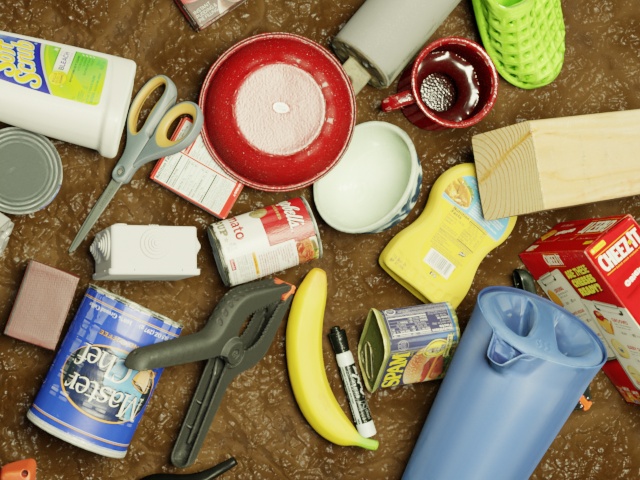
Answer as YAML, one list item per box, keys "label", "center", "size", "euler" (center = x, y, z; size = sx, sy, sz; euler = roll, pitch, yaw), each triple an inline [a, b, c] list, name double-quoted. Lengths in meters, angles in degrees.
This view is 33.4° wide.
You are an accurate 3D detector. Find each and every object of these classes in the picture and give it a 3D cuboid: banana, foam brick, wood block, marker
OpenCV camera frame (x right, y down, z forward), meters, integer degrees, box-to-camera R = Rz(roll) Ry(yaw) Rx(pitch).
- label: "banana"
  center: [0.000, 0.130, 1.108]
  size: [0.069, 0.037, 0.198]
  euler: [-18, 91, 0]
- label: "foam brick"
  center: [-0.273, 0.063, 1.053]
  size: [0.051, 0.053, 0.078]
  euler: [19, 86, -10]
- label: "wood block"
  center: [0.269, -0.081, 1.106]
  size: [0.205, 0.091, 0.090]
  euler: [-9, 89, -32]
- label: "marker"
  center: [0.033, 0.148, 1.126]
  size: [0.020, 0.020, 0.121]
  euler: [-17, 92, -11]

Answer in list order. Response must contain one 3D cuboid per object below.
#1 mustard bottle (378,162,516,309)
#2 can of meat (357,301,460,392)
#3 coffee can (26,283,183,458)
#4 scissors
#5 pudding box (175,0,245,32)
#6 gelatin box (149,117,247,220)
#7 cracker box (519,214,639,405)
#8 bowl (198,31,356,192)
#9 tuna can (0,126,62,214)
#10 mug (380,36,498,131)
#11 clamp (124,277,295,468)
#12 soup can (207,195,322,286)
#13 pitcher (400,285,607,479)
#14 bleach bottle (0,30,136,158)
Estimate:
- label: "mustard bottle"
  center: [0.153, -0.024, 1.133]
  size: [0.096, 0.058, 0.191]
  euler: [39, 82, -9]
- label: "can of meat"
  center: [0.091, 0.108, 1.098]
  size: [0.083, 0.102, 0.057]
  euler: [-7, 55, -14]
- label: "coffee can"
  center: [-0.208, 0.126, 1.038]
  size: [0.102, 0.103, 0.140]
  euler: [25, 84, -9]
- label: "scissors"
  center: [-0.181, -0.069, 1.070]
  size: [0.096, 0.016, 0.202]
  euler: [17, 83, 29]
- label: "pudding box"
  center: [-0.106, -0.283, 1.099]
  size: [0.113, 0.039, 0.090]
  euler: [-36, 95, -10]
- label: "gelatin box"
  center: [-0.120, -0.074, 1.096]
  size: [0.089, 0.030, 0.073]
  euler: [29, 85, -8]
- label: "cracker box"
  center: [0.322, 0.077, 1.109]
  size: [0.072, 0.164, 0.213]
  euler: [-38, 96, -11]
- label: "bowl"
  center: [-0.042, -0.128, 1.055]
  size: [0.162, 0.055, 0.162]
  euler: [0, 94, -4]
- label: "tuna can"
  center: [-0.300, -0.068, 1.060]
  size: [0.086, 0.034, 0.086]
  euler: [0, 89, -11]
- label: "mug"
  center: [0.118, -0.155, 1.117]
  size: [0.117, 0.081, 0.093]
  euler: [-21, 93, -11]
- label: "clamp"
  center: [-0.102, 0.104, 1.051]
  size: [0.209, 0.036, 0.164]
  euler: [-50, 143, -24]
- label: "soup can"
  center: [-0.057, 0.001, 1.087]
  size: [0.102, 0.068, 0.068]
  euler: [-18, 92, -11]
- label: "pitcher"
  center: [0.178, 0.175, 1.066]
  size: [0.149, 0.145, 0.243]
  euler: [15, 115, -15]
- label: "bleach bottle"
  center: [-0.312, -0.157, 1.034]
  size: [0.250, 0.068, 0.102]
  euler: [12, 53, -9]
